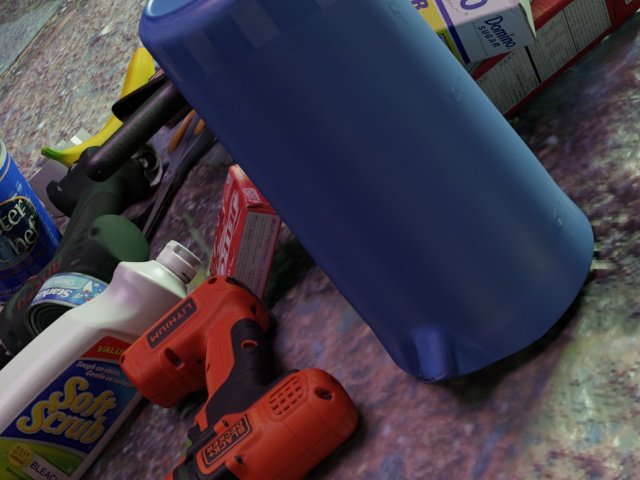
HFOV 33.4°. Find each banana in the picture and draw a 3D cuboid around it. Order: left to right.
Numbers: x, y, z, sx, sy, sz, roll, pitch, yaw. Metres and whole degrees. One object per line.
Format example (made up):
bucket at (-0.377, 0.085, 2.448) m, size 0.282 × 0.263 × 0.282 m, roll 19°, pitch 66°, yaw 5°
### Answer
banana at (-0.228, -0.135, 1.187) m, size 0.037 × 0.069 × 0.197 m, roll -3°, pitch 40°, yaw 37°

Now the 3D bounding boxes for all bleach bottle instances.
bleach bottle at (-0.179, 0.100, 0.763) m, size 0.250 × 0.102 × 0.068 m, roll -52°, pitch 33°, yaw -11°

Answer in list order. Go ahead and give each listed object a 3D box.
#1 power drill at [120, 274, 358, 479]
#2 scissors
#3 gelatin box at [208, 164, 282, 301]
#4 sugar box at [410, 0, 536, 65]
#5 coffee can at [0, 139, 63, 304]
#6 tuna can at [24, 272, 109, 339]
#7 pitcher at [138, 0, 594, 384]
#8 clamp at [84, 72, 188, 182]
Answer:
power drill at (-0.074, 0.114, 0.655) m, size 0.184 × 0.057 × 0.188 m, roll -39°, pitch 31°, yaw 4°
scissors at (-0.127, -0.073, 1.017) m, size 0.096 × 0.016 × 0.201 m, roll -35°, pitch 28°, yaw 29°
gelatin box at (-0.055, 0.001, 0.760) m, size 0.073 × 0.030 × 0.089 m, roll -117°, pitch 37°, yaw -61°
sugar box at (0.037, -0.141, 0.660) m, size 0.176 × 0.048 × 0.093 m, roll -17°, pitch 57°, yaw 20°
coffee can at (-0.326, -0.020, 1.056) m, size 0.103 × 0.140 × 0.103 m, roll -13°, pitch 42°, yaw 12°
tuna can at (-0.186, 0.065, 0.840) m, size 0.086 × 0.086 × 0.033 m, roll -20°, pitch 35°, yaw 40°
pitcher at (0.027, -0.058, 0.548) m, size 0.145 × 0.242 × 0.149 m, roll -42°, pitch 28°, yaw -2°
clamp at (-0.125, -0.137, 0.951) m, size 0.210 × 0.036 × 0.164 m, roll -32°, pitch 24°, yaw 22°
